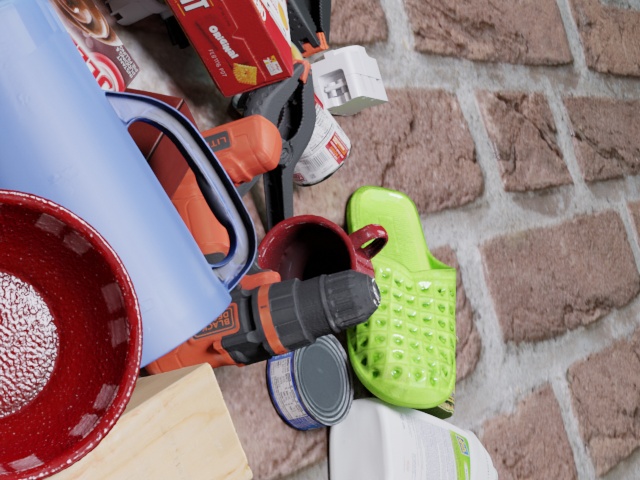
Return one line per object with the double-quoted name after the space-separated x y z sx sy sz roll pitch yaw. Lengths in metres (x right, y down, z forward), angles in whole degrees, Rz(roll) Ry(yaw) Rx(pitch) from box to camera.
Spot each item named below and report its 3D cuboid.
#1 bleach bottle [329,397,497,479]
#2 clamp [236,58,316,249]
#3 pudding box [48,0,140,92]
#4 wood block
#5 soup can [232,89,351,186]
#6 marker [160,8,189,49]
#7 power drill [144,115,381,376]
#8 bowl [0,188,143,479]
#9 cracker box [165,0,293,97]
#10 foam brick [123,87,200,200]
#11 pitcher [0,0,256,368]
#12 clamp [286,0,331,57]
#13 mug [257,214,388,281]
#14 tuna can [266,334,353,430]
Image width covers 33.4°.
0.104 0.220 1.025 0.250 0.068 0.102 28 54 -50 "bleach bottle"
-0.040 -0.070 0.923 0.120 0.039 0.171 30 84 -58 "clamp"
-0.192 -0.141 0.783 0.113 0.039 0.090 54 37 -25 "pudding box"
-0.144 0.160 0.660 0.205 0.091 0.090 -29 100 -57 "wood block"
-0.025 -0.108 0.988 0.102 0.069 0.068 51 38 -30 "soup can"
-0.140 -0.222 0.918 0.020 0.020 0.121 -33 103 -56 "marker"
-0.055 0.001 0.802 0.057 0.184 0.187 54 23 -59 "power drill"
-0.183 0.055 0.592 0.161 0.055 0.162 5 78 -26 "bowl"
-0.090 -0.252 0.896 0.164 0.072 0.213 58 19 -46 "cracker box"
-0.132 -0.065 0.792 0.078 0.053 0.051 -63 154 -23 "foam brick"
-0.160 -0.034 0.693 0.243 0.145 0.149 63 27 -8 "pitcher"
-0.026 -0.296 1.106 0.164 0.036 0.210 -22 95 -57 "clamp"
0.008 0.023 0.922 0.093 0.117 0.081 56 11 19 "mug"
-0.009 0.121 0.931 0.086 0.034 0.086 30 51 -46 "tuna can"
